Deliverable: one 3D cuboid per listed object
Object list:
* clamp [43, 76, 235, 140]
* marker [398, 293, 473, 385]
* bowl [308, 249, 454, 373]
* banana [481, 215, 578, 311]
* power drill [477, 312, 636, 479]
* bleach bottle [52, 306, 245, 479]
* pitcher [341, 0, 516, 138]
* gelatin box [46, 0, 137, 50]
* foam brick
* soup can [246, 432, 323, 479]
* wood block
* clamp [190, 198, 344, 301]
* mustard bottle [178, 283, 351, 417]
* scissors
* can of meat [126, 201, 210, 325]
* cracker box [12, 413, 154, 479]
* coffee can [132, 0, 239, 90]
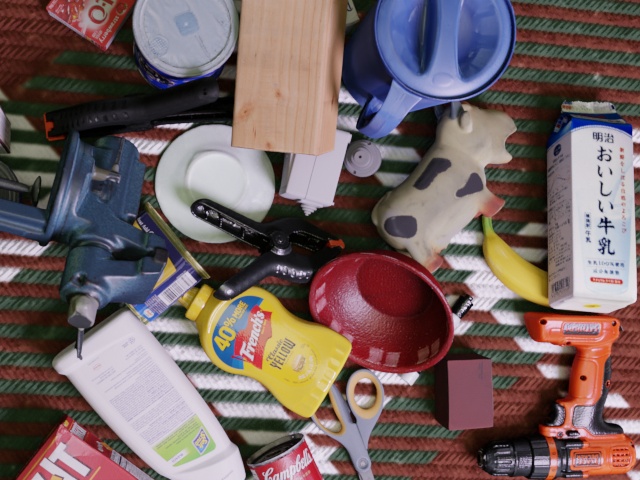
[{"bbox_3d":[-0.182,-0.132,1.086,0.210,0.164,0.036,-8,88,0],"label":"clamp"},{"bbox_3d":[0.131,0.109,1.195,0.020,0.020,0.121,39,84,-7],"label":"marker"},{"bbox_3d":[0.071,0.065,1.141,0.162,0.162,0.055,40,41,-7],"label":"bowl"},{"bbox_3d":[0.260,0.041,1.207,0.197,0.037,0.069,26,88,-8],"label":"banana"},{"bbox_3d":[0.266,0.175,1.199,0.184,0.057,0.188,1,93,-13],"label":"power drill"},{"bbox_3d":[-0.167,0.196,1.125,0.102,0.068,0.251,-36,98,-7],"label":"bleach bottle"},{"bbox_3d":[0.088,-0.183,1.075,0.149,0.243,0.145,-15,92,-9],"label":"pitcher"},{"bbox_3d":[-0.235,-0.258,1.130,0.073,0.030,0.089,34,85,-8],"label":"gelatin box"},{"bbox_3d":[0.158,0.167,1.183,0.053,0.051,0.078,-1,90,-10],"label":"foam brick"},{"bbox_3d":[-0.027,0.268,1.144,0.068,0.068,0.102,-26,95,-9],"label":"soup can"},{"bbox_3d":[-0.027,-0.193,1.055,0.090,0.090,0.206,7,100,11],"label":"wood block"},{"bbox_3d":[-0.057,0.001,1.135,0.171,0.039,0.120,-7,66,-37],"label":"clamp"},{"bbox_3d":[-0.069,0.101,1.136,0.191,0.058,0.096,31,89,-1],"label":"mustard bottle"},{"bbox_3d":[0.058,0.229,1.184,0.096,0.016,0.202,-34,95,-8],"label":"scissors"},{"bbox_3d":[-0.179,0.025,1.111,0.084,0.057,0.102,-40,65,-5],"label":"can of meat"},{"bbox_3d":[-0.233,0.312,1.108,0.213,0.072,0.164,38,84,-7],"label":"cracker box"},{"bbox_3d":[-0.140,-0.207,1.089,0.102,0.140,0.103,0,90,-10],"label":"coffee can"}]
